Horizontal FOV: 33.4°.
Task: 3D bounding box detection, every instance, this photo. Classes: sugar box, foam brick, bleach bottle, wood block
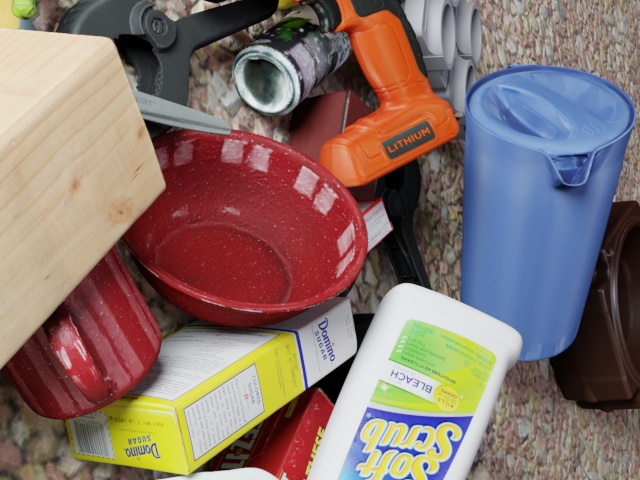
[{"bbox_3d":[-0.061,0.081,0.649,0.175,0.094,0.048,-24,109,-52],"label":"sugar box"},{"bbox_3d":[0.010,-0.065,0.806,0.053,0.051,0.078,33,59,-47],"label":"foam brick"},{"bbox_3d":[0.044,0.153,0.661,0.102,0.068,0.250,25,60,-2],"label":"bleach bottle"},{"bbox_3d":[-0.170,-0.002,0.469,0.205,0.091,0.090,-54,143,-39],"label":"wood block"}]

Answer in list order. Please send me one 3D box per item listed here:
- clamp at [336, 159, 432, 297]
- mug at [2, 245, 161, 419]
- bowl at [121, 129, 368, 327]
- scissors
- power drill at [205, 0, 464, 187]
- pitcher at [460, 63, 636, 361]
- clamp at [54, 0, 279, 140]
[{"bbox_3d":[0.043,-0.021,0.856,0.120,0.039,0.171,2,79,-51],"label":"clamp"},{"bbox_3d":[-0.131,0.043,0.551,0.093,0.117,0.081,-30,120,-11],"label":"mug"},{"bbox_3d":[-0.054,0.001,0.662,0.161,0.162,0.055,-45,162,-47],"label":"bowl"},{"bbox_3d":[-0.141,-0.104,0.599,0.201,0.016,0.096,-6,81,-39],"label":"scissors"},{"bbox_3d":[0.010,-0.134,0.710,0.184,0.057,0.187,-27,108,-28],"label":"power drill"},{"bbox_3d":[0.181,-0.023,0.917,0.149,0.145,0.243,-37,141,-38],"label":"pitcher"},{"bbox_3d":[-0.103,-0.129,0.670,0.164,0.036,0.210,32,61,-38],"label":"clamp"}]
